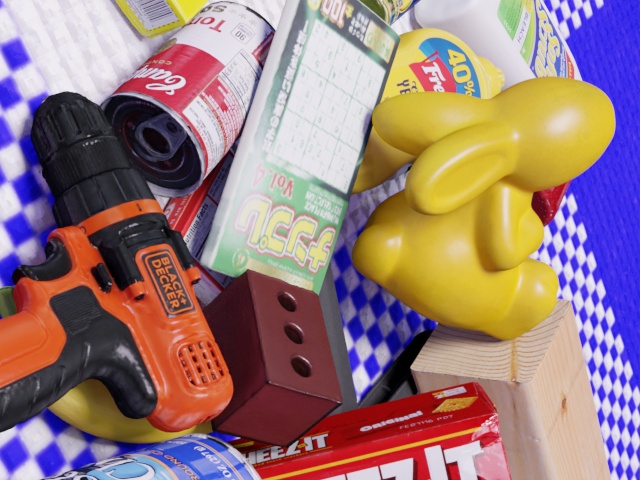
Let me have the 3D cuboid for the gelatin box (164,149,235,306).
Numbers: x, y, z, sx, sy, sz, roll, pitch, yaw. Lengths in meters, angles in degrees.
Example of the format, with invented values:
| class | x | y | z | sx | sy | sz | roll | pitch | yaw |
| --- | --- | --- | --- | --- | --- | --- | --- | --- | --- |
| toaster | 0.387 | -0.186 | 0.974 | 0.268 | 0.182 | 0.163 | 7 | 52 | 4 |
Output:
| class | x | y | z | sx | sy | sz | roll | pitch | yaw |
| --- | --- | --- | --- | --- | --- | --- | --- | --- | --- |
| gelatin box | -0.054 | 0.001 | 0.635 | 0.089 | 0.030 | 0.073 | 48 | 53 | -34 |

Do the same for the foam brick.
| class | x | y | z | sx | sy | sz | roll | pitch | yaw |
| --- | --- | --- | --- | --- | --- | --- | --- | --- | --- |
| foam brick | -0.029 | 0.064 | 0.581 | 0.052 | 0.051 | 0.078 | 20 | 39 | -35 |

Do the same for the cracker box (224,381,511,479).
| class | x | y | z | sx | sy | sz | roll | pitch | yaw |
| --- | --- | --- | --- | --- | --- | --- | --- | --- | --- |
| cracker box | 0.040 | 0.208 | 0.614 | 0.072 | 0.164 | 0.214 | -117 | -166 | -81 |

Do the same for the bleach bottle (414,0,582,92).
| class | x | y | z | sx | sy | sz | roll | pitch | yaw |
| --- | --- | --- | --- | --- | --- | --- | --- | --- | --- |
| bleach bottle | 0.173 | -0.154 | 0.901 | 0.250 | 0.068 | 0.102 | 37 | 58 | -43 |

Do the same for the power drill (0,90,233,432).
| class | x | y | z | sx | sy | sz | roll | pitch | yaw |
| --- | --- | --- | --- | --- | --- | --- | --- | --- | --- |
| power drill | -0.143 | 0.020 | 0.486 | 0.187 | 0.057 | 0.184 | -16 | 74 | -43 |

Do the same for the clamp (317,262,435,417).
| class | x | y | z | sx | sy | sz | roll | pitch | yaw |
| --- | --- | --- | --- | --- | --- | --- | --- | --- | --- |
| clamp | 0.014 | 0.118 | 0.692 | 0.164 | 0.036 | 0.210 | 41 | 56 | -40 |

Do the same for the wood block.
| class | x | y | z | sx | sy | sz | roll | pitch | yaw |
| --- | --- | --- | --- | --- | --- | --- | --- | --- | --- |
| wood block | 0.146 | 0.148 | 0.775 | 0.090 | 0.090 | 0.206 | -50 | 131 | -43 |

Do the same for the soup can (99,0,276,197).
| class | x | y | z | sx | sy | sz | roll | pitch | yaw |
| --- | --- | --- | --- | --- | --- | --- | --- | --- | --- |
| soup can | -0.069 | -0.081 | 0.599 | 0.068 | 0.069 | 0.102 | 59 | 45 | -26 |

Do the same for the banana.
| class | x | y | z | sx | sy | sz | roll | pitch | yaw |
| --- | --- | --- | --- | --- | --- | --- | --- | --- | --- |
| banana | -0.089 | 0.076 | 0.578 | 0.197 | 0.037 | 0.069 | 20 | 70 | -46 |

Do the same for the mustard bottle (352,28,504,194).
| class | x | y | z | sx | sy | sz | roll | pitch | yaw |
| --- | --- | --- | --- | --- | --- | --- | --- | --- | --- |
| mustard bottle | 0.066 | -0.098 | 0.749 | 0.191 | 0.058 | 0.096 | -21 | 100 | -41 |
